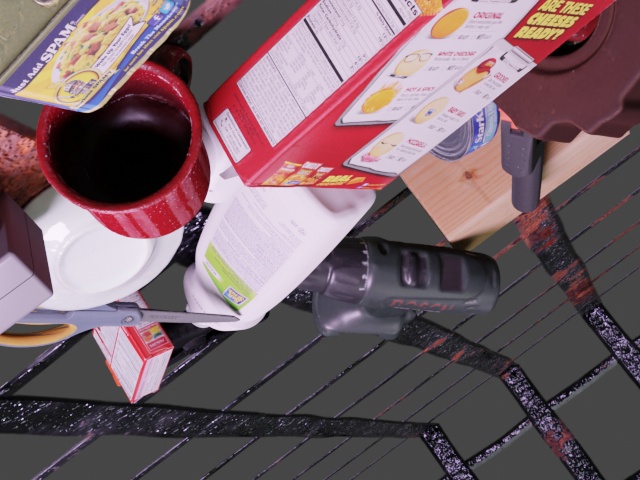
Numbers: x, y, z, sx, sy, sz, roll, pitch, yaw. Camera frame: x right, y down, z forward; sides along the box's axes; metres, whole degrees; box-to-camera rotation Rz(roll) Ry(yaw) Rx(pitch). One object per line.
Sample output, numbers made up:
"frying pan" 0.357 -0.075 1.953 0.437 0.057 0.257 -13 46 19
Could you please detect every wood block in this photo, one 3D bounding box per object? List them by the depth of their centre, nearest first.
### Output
"wood block" 0.187 -0.087 1.032 0.206 0.091 0.090 -37 161 5

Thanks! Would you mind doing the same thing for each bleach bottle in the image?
"bleach bottle" -0.056 0.001 0.851 0.068 0.102 0.251 -33 172 -39

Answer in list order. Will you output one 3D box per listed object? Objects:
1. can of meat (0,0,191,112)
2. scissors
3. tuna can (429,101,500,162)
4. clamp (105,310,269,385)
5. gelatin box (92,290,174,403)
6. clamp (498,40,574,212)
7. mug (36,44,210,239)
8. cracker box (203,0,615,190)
"can of meat" -0.121 -0.110 0.508 0.102 0.057 0.083 -41 163 19
"scissors" -0.150 0.044 0.799 0.201 0.016 0.096 -6 140 -20
"tuna can" 0.102 -0.108 0.844 0.033 0.086 0.086 -28 160 -25
"clamp" -0.117 0.080 0.996 0.171 0.039 0.120 -28 157 -20
"gelatin box" -0.156 0.083 0.883 0.030 0.073 0.089 -24 158 -29
"clamp" 0.176 -0.109 0.878 0.209 0.036 0.164 8 94 -74
"mug" -0.105 -0.060 0.629 0.081 0.093 0.117 79 30 -75
"cracker box" 0.055 -0.118 0.649 0.214 0.072 0.163 -40 161 28
